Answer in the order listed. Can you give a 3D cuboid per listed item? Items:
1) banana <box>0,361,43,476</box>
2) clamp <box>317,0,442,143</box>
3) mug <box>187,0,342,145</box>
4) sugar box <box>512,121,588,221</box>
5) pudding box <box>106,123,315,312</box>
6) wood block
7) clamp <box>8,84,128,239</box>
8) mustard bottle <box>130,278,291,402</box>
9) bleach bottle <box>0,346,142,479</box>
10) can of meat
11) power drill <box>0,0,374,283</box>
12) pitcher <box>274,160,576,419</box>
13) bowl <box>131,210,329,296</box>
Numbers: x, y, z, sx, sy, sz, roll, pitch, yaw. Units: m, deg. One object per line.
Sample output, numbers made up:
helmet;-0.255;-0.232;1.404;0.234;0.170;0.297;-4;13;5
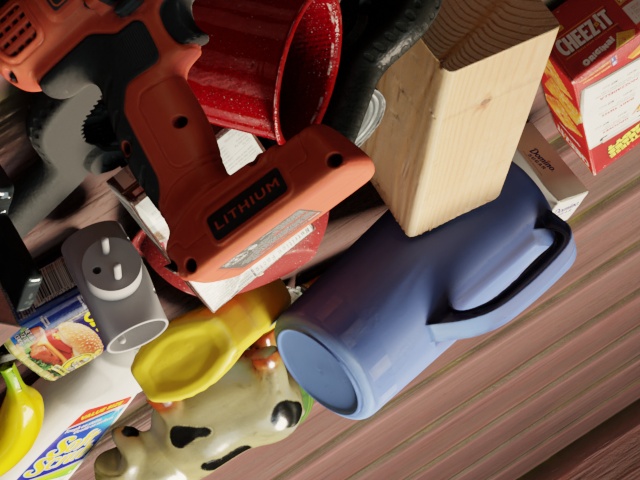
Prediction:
banana;-0.282;0.167;0.854;0.198;0.069;0.037;-39;-167;21
clamp;0.017;-0.123;0.672;0.039;0.120;0.171;38;85;-42
mug;-0.037;-0.110;0.603;0.093;0.081;0.117;89;24;-44
sugar box;0.179;-0.021;1.036;0.048;0.093;0.176;-19;151;-29
pudding box;-0.066;-0.021;0.674;0.090;0.039;0.113;-40;134;-8
wood block;0.093;-0.103;0.783;0.090;0.090;0.206;-25;154;-17
clamp;-0.143;-0.055;0.647;0.164;0.036;0.210;-23;157;-22
mustard bottle;-0.074;0.066;0.881;0.096;0.058;0.191;-35;-179;24
bleach bottle;-0.221;0.148;0.900;0.251;0.068;0.102;-47;153;23
can of meat;-0.183;0.053;0.776;0.084;0.057;0.102;-29;156;-4
power drill;-0.056;-0.089;0.516;0.185;0.188;0.057;-37;167;17
pitcher;0.086;0.037;0.888;0.242;0.145;0.149;-41;172;-28
bowl;-0.055;0.001;0.784;0.162;0.055;0.162;-21;169;-5
